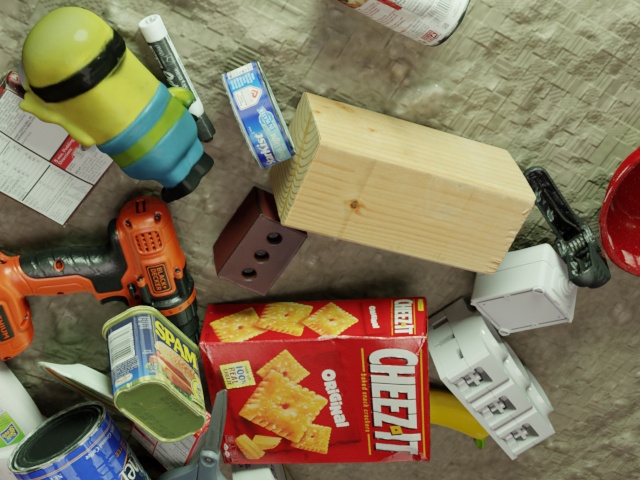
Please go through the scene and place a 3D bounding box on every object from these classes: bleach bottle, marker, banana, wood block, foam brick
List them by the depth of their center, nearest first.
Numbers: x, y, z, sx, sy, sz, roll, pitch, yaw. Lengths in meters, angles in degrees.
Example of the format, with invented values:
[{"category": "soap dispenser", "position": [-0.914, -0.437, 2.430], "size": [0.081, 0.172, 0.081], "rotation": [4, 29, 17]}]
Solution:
[{"category": "marker", "position": [-0.118, -0.132, 0.892], "size": [0.020, 0.020, 0.121], "rotation": [-22, 125, 4]}, {"category": "wood block", "position": [0.071, -0.048, 0.943], "size": [0.205, 0.090, 0.091], "rotation": [14, 121, -20]}, {"category": "foam brick", "position": [-0.056, 0.001, 0.974], "size": [0.053, 0.051, 0.078], "rotation": [24, 116, -24]}, {"category": "bleach bottle", "position": [-0.336, 0.158, 1.020], "size": [0.102, 0.068, 0.250], "rotation": [-22, 127, 5]}, {"category": "banana", "position": [0.111, 0.186, 1.142], "size": [0.197, 0.037, 0.070], "rotation": [17, 119, -21]}]

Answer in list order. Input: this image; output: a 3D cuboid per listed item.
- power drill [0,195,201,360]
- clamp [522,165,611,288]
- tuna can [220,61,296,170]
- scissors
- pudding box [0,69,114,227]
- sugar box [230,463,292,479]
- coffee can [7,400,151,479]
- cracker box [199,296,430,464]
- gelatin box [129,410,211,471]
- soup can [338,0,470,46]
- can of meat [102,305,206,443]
[{"category": "power drill", "position": [-0.209, 0.052, 0.977], "size": [0.187, 0.057, 0.184], "rotation": [-13, 129, -4]}, {"category": "clamp", "position": [0.241, 0.010, 0.994], "size": [0.039, 0.120, 0.171], "rotation": [-25, 148, 22]}, {"category": "tuna can", "position": [-0.051, -0.104, 0.884], "size": [0.034, 0.086, 0.086], "rotation": [-22, 125, 2]}, {"category": "scissors", "position": [-0.124, 0.210, 1.024], "size": [0.096, 0.016, 0.202], "rotation": [3, 129, 10]}, {"category": "pudding box", "position": [-0.238, -0.075, 0.895], "size": [0.113, 0.039, 0.090], "rotation": [32, 113, -26]}, {"category": "sugar box", "position": [-0.045, 0.289, 1.147], "size": [0.048, 0.093, 0.176], "rotation": [-24, 124, 5]}, {"category": "coffee can", "position": [-0.213, 0.238, 1.007], "size": [0.103, 0.103, 0.140], "rotation": [-26, 109, 6]}, {"category": "cracker box", "position": [0.000, 0.141, 1.044], "size": [0.214, 0.072, 0.164], "rotation": [-2, 124, 6]}, {"category": "gelatin box", "position": [-0.147, 0.185, 1.060], "size": [0.073, 0.030, 0.089], "rotation": [40, 135, 15]}, {"category": "soup can", "position": [0.062, -0.205, 0.848], "size": [0.102, 0.068, 0.069], "rotation": [22, 117, -24]}, {"category": "can of meat", "position": [-0.148, 0.122, 0.960], "size": [0.057, 0.084, 0.102], "rotation": [-28, 135, 12]}]
